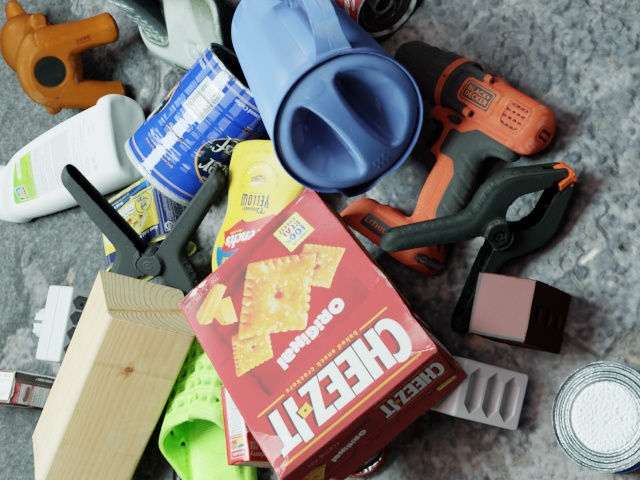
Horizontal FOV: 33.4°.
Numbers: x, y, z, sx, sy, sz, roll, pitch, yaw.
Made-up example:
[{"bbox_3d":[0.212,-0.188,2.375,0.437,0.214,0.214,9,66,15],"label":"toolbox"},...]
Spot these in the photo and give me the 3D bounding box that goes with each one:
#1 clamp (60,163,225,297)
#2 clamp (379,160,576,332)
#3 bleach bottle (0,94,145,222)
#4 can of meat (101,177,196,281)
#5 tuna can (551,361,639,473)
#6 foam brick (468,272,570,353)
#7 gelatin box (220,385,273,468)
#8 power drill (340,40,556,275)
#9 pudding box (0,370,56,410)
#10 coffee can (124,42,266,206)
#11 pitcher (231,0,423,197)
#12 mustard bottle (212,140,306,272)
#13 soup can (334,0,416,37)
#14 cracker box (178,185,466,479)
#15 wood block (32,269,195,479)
[{"bbox_3d":[-0.181,0.013,1.083,0.164,0.036,0.210,8,116,5],"label":"clamp"},{"bbox_3d":[0.148,0.001,0.909,0.171,0.120,0.039,-30,31,7],"label":"clamp"},{"bbox_3d":[-0.314,-0.086,1.253,0.251,0.068,0.102,-16,77,32],"label":"bleach bottle"},{"bbox_3d":[-0.190,-0.012,1.153,0.102,0.057,0.084,-29,60,24],"label":"can of meat"},{"bbox_3d":[0.228,0.139,0.837,0.086,0.033,0.086,-10,72,32],"label":"tuna can"},{"bbox_3d":[0.164,0.060,0.876,0.051,0.078,0.053,7,83,35],"label":"foam brick"},{"bbox_3d":[-0.051,0.171,0.985,0.030,0.089,0.073,-19,67,32],"label":"gelatin box"},{"bbox_3d":[0.098,-0.078,0.972,0.185,0.057,0.188,38,100,39],"label":"power drill"},{"bbox_3d":[-0.348,0.166,1.191,0.114,0.089,0.039,-3,75,33],"label":"pudding box"},{"bbox_3d":[-0.119,-0.118,1.105,0.140,0.102,0.103,-46,56,15],"label":"coffee can"},{"bbox_3d":[-0.009,-0.165,0.980,0.149,0.144,0.243,-57,31,20],"label":"pitcher"},{"bbox_3d":[-0.057,0.001,1.030,0.096,0.058,0.191,5,79,31],"label":"mustard bottle"},{"bbox_3d":[0.040,-0.258,1.055,0.068,0.068,0.102,-46,56,15],"label":"soup can"},{"bbox_3d":[-0.007,0.081,0.896,0.164,0.072,0.214,-41,50,5],"label":"cracker box"},{"bbox_3d":[-0.208,0.147,1.057,0.206,0.090,0.090,-64,26,20],"label":"wood block"}]
